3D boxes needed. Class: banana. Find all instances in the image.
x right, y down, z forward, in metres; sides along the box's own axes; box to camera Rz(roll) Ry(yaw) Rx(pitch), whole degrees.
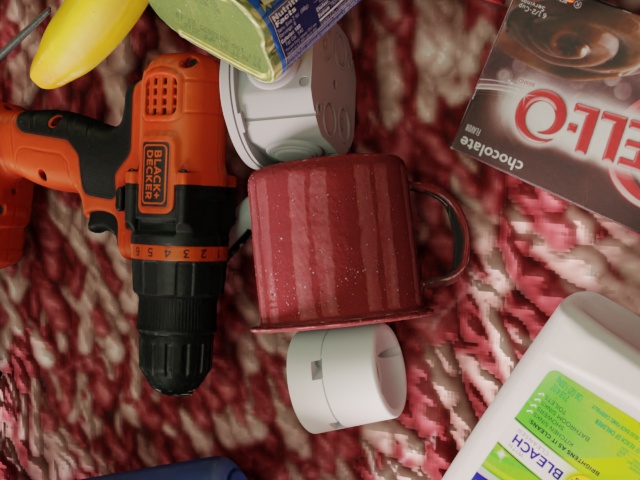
[{"bbox_3d":[-0.098,-0.163,0.544,0.070,0.037,0.198,33,107,44],"label":"banana"}]

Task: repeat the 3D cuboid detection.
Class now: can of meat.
[{"bbox_3d":[-0.029,-0.131,0.504,0.102,0.057,0.084,33,70,34],"label":"can of meat"}]

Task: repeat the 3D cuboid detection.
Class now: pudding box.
[{"bbox_3d":[0.131,-0.062,0.501,0.114,0.039,0.090,27,104,20],"label":"pudding box"}]

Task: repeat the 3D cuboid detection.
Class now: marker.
[{"bbox_3d":[-0.054,0.001,0.605,0.121,0.020,0.020,-45,76,22],"label":"marker"}]

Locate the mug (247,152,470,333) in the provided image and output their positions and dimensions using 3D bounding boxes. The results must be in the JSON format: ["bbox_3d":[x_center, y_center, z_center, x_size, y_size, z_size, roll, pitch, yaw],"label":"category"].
[{"bbox_3d":[0.019,0.000,0.540,0.117,0.093,0.081,-6,88,-5],"label":"mug"}]

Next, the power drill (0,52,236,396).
[{"bbox_3d":[-0.133,-0.012,0.609,0.188,0.057,0.184,4,90,29],"label":"power drill"}]
